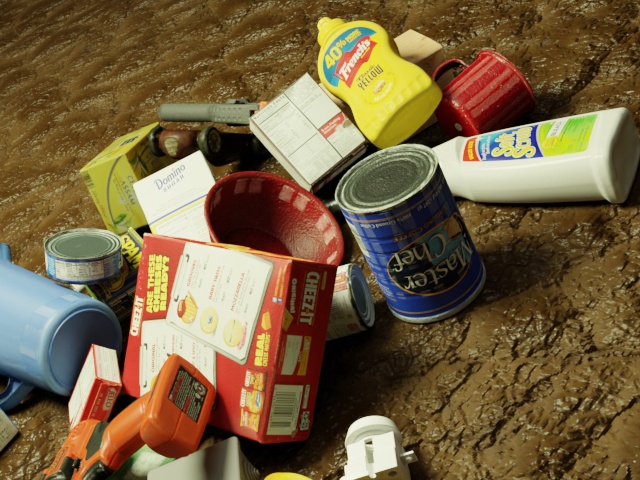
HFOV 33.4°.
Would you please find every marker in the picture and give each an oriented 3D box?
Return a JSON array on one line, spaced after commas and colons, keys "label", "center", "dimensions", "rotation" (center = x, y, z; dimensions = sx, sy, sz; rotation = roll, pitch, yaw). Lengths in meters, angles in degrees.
[{"label": "marker", "center": [-0.258, 0.022, 1.325], "dimensions": [0.121, 0.020, 0.020], "rotation": [-42, 34, -20]}]

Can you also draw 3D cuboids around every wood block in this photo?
[{"label": "wood block", "center": [0.058, -0.162, 1.312], "dimensions": [0.206, 0.090, 0.090], "rotation": [-32, 32, -6]}]

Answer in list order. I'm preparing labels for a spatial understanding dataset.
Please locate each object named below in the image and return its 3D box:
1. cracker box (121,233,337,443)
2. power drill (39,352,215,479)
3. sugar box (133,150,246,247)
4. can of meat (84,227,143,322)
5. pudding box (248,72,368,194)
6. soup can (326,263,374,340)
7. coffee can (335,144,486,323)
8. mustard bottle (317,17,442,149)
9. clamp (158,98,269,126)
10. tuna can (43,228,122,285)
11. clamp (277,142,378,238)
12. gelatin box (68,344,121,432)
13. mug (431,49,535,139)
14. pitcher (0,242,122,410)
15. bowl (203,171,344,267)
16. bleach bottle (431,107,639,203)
[{"label": "cracker box", "center": [-0.090, 0.087, 1.013], "dimensions": [0.214, 0.071, 0.164], "rotation": [9, 90, 44]}, {"label": "power drill", "center": [-0.182, 0.194, 0.934], "dimensions": [0.188, 0.057, 0.184], "rotation": [-37, 21, 24]}, {"label": "sugar box", "center": [-0.142, -0.010, 1.224], "dimensions": [0.093, 0.048, 0.176], "rotation": [-26, 57, 1]}, {"label": "can of meat", "center": [-0.230, 0.043, 1.245], "dimensions": [0.084, 0.057, 0.102], "rotation": [-33, 41, -15]}, {"label": "pudding box", "center": [-0.014, -0.122, 1.220], "dimensions": [0.090, 0.039, 0.113], "rotation": [-39, 78, -9]}, {"label": "soup can", "center": [-0.005, 0.067, 1.054], "dimensions": [0.102, 0.068, 0.068], "rotation": [-16, 33, 17]}, {"label": "coffee can", "center": [0.087, -0.006, 1.018], "dimensions": [0.103, 0.140, 0.103], "rotation": [-20, 32, 13]}, {"label": "mustard bottle", "center": [0.051, -0.197, 1.227], "dimensions": [0.096, 0.058, 0.192], "rotation": [-44, 55, 11]}, {"label": "clamp", "center": [-0.101, -0.169, 1.406], "dimensions": [0.164, 0.036, 0.210], "rotation": [-6, 9, -30]}, {"label": "tuna can", "center": [-0.264, 0.018, 1.190], "dimensions": [0.086, 0.034, 0.086], "rotation": [2, 23, -1]}, {"label": "clamp", "center": [0.007, -0.052, 1.241], "dimensions": [0.171, 0.039, 0.120], "rotation": [-20, 31, 12]}, {"label": "gelatin box", "center": [-0.229, 0.157, 1.086], "dimensions": [0.073, 0.030, 0.089], "rotation": [-67, 21, 11]}, {"label": "mug", "center": [0.174, -0.163, 1.216], "dimensions": [0.081, 0.093, 0.117], "rotation": [-41, 67, -12]}, {"label": "pitcher", "center": [-0.340, 0.107, 1.212], "dimensions": [0.243, 0.149, 0.144], "rotation": [13, 35, 42]}, {"label": "bowl", "center": [-0.058, 0.001, 1.152], "dimensions": [0.055, 0.162, 0.162], "rotation": [-58, 9, 41]}, {"label": "bleach bottle", "center": [0.197, -0.076, 1.112], "dimensions": [0.251, 0.068, 0.102], "rotation": [-6, 38, 35]}]
